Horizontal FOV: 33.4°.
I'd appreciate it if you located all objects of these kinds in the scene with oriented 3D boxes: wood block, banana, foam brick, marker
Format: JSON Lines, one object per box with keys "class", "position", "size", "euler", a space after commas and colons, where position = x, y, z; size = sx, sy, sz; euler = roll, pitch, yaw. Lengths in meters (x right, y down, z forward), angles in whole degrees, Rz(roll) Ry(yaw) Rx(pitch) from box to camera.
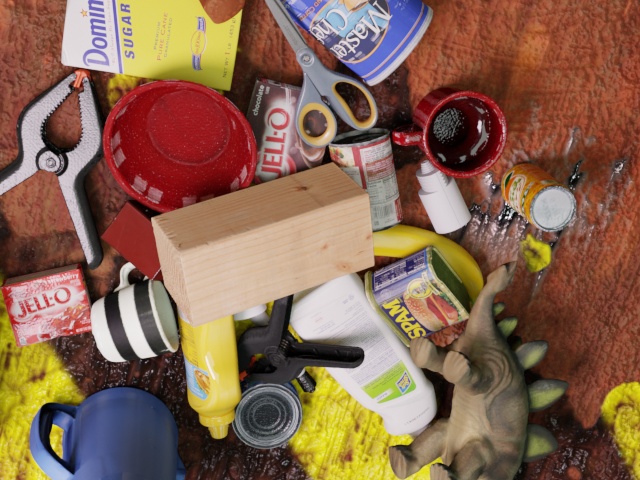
{"class": "wood block", "position": [-0.057, 0.001, 1.101], "size": [0.205, 0.091, 0.090], "euler": [-18, 124, -19]}
{"class": "banana", "position": [0.114, 0.020, 1.221], "size": [0.197, 0.037, 0.070], "euler": [26, 100, -15]}
{"class": "foam brick", "position": [-0.185, 0.000, 1.147], "size": [0.078, 0.053, 0.051], "euler": [39, 97, 9]}
{"class": "marker", "position": [-0.041, 0.130, 1.237], "size": [0.020, 0.020, 0.121], "euler": [-34, 108, 1]}

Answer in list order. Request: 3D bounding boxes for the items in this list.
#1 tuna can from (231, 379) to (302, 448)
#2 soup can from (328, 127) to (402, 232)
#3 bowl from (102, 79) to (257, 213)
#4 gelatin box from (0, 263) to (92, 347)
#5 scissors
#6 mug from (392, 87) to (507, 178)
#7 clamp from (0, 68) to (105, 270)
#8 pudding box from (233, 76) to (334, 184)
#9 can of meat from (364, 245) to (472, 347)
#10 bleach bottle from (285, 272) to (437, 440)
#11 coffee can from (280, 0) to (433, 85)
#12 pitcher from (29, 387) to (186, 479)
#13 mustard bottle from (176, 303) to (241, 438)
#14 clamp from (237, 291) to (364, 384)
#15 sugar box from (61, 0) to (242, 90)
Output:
{"class": "tuna can", "position": [-0.064, 0.199, 1.245], "size": [0.086, 0.034, 0.086], "euler": [-2, 106, -8]}
{"class": "soup can", "position": [0.050, -0.066, 1.171], "size": [0.068, 0.068, 0.102], "euler": [-13, 107, -5]}
{"class": "bowl", "position": [-0.143, -0.106, 1.121], "size": [0.162, 0.055, 0.162], "euler": [2, 123, 4]}
{"class": "gelatin box", "position": [-0.299, 0.071, 1.175], "size": [0.089, 0.030, 0.073], "euler": [-12, 107, -6]}
{"class": "scissors", "position": [-0.024, -0.170, 1.093], "size": [0.096, 0.016, 0.201], "euler": [-42, 120, 16]}
{"class": "mug", "position": [0.135, -0.120, 1.162], "size": [0.117, 0.081, 0.093], "euler": [-11, 107, -6]}
{"class": "clamp", "position": [-0.275, -0.077, 1.132], "size": [0.164, 0.036, 0.210], "euler": [26, 101, -11]}
{"class": "pudding box", "position": [-0.040, -0.113, 1.159], "size": [0.090, 0.039, 0.113], "euler": [12, 103, -12]}
{"class": "can of meat", "position": [0.112, 0.062, 1.200], "size": [0.084, 0.057, 0.102], "euler": [-26, 126, 22]}
{"class": "bleach bottle", "position": [0.054, 0.144, 1.235], "size": [0.102, 0.068, 0.250], "euler": [-32, 110, 4]}
{"class": "coffee can", "position": [0.031, -0.243, 1.100], "size": [0.140, 0.103, 0.103], "euler": [38, 97, -16]}
{"class": "pitcher", "position": [-0.222, 0.254, 1.127], "size": [0.149, 0.243, 0.145], "euler": [-13, 105, -6]}
{"class": "mustard bottle", "position": [-0.122, 0.131, 1.184], "size": [0.058, 0.096, 0.192], "euler": [-13, 109, -26]}
{"class": "clamp", "position": [-0.045, 0.110, 1.170], "size": [0.172, 0.039, 0.120], "euler": [-23, 111, 40]}
{"class": "sugar box", "position": [-0.175, -0.215, 1.106], "size": [0.176, 0.048, 0.093], "euler": [6, 105, -12]}
